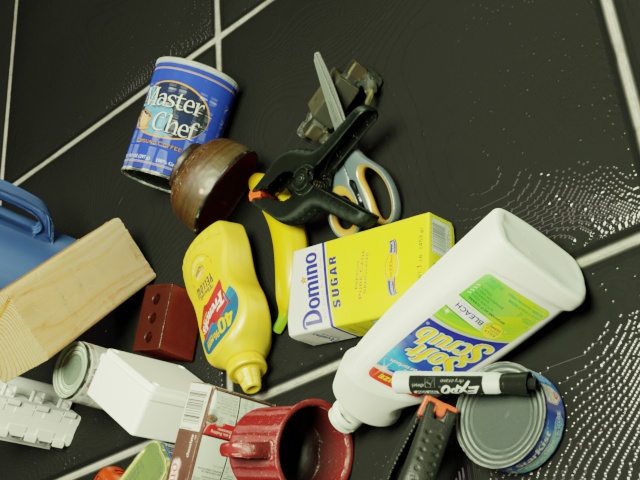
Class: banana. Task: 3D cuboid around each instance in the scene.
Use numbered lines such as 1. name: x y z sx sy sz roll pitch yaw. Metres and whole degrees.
1. banana: -0.044 -0.004 1.124 0.070 0.037 0.198 -32 51 32

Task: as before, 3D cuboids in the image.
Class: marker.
1. marker: 0.114 0.113 0.849 0.121 0.020 0.020 -4 69 31

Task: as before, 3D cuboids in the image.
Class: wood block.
1. wood block: -0.296 0.064 1.226 0.091 0.205 0.090 -27 99 35

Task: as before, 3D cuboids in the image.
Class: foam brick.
1. foam brick: -0.170 0.093 1.198 0.053 0.051 0.078 -7 67 44

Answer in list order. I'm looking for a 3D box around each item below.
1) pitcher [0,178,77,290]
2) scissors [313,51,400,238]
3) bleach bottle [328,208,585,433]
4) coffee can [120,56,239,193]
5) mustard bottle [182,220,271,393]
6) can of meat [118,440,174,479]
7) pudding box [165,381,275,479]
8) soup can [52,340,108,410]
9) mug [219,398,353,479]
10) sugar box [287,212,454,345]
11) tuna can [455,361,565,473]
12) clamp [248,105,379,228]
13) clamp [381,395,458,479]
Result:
1. pitcher: -0.400 0.011 1.331 0.149 0.242 0.145 2 73 46
2. scissors: 0.016 -0.086 1.079 0.096 0.016 0.202 -47 60 33
3. bleach bottle: 0.099 0.088 0.903 0.251 0.102 0.068 -47 18 30
4. coffee can: -0.165 -0.132 1.260 0.103 0.102 0.140 8 78 47
5. mustard bottle: -0.093 0.078 1.121 0.096 0.058 0.192 -51 43 33
6. can of meat: -0.155 0.256 1.083 0.102 0.083 0.057 -54 43 14
7. pudding box: -0.097 0.203 1.044 0.039 0.089 0.113 3 73 45
8. soup can: -0.241 0.157 1.204 0.069 0.102 0.068 -22 57 38
9. mug: -0.039 0.192 0.974 0.082 0.117 0.093 -12 75 48
10. sugar box: 0.045 0.039 1.007 0.177 0.048 0.093 -16 61 40
11. tuna can: 0.152 0.143 0.856 0.086 0.033 0.086 -22 57 38
12. clamp: -0.003 -0.050 1.053 0.172 0.039 0.120 -27 55 42
13. clamp: 0.056 0.227 0.852 0.164 0.036 0.210 -113 48 -86
